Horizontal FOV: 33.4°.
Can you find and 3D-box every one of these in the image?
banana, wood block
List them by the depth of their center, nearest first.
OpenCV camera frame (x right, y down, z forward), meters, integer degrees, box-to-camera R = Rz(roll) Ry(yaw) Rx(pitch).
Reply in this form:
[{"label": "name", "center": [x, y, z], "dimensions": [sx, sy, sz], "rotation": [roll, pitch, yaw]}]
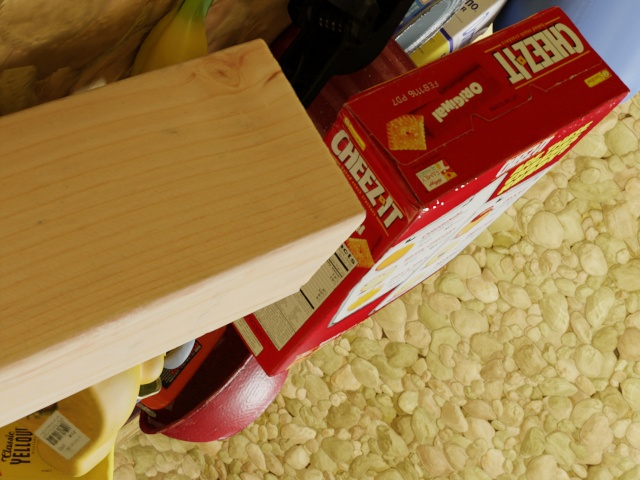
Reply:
[{"label": "wood block", "center": [-0.100, 0.005, 0.417], "dimensions": [0.205, 0.091, 0.090], "rotation": [-24, 166, -30]}, {"label": "banana", "center": [-0.060, -0.073, 0.536], "dimensions": [0.069, 0.037, 0.198], "rotation": [-38, 175, -3]}]

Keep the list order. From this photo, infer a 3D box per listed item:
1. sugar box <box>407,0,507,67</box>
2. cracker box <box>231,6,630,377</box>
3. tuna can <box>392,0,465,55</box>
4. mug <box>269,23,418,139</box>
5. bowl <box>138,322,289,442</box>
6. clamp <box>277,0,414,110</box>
[{"label": "sugar box", "center": [0.059, -0.136, 0.811], "dimensions": [0.176, 0.048, 0.093], "rotation": [-37, 176, -9]}, {"label": "cracker box", "center": [0.047, -0.023, 0.603], "dimensions": [0.163, 0.072, 0.214], "rotation": [-29, 167, -33]}, {"label": "tuna can", "center": [0.056, -0.150, 0.713], "dimensions": [0.086, 0.034, 0.086], "rotation": [-39, 175, -4]}, {"label": "mug", "center": [0.013, -0.091, 0.656], "dimensions": [0.093, 0.081, 0.117], "rotation": [-38, 175, -12]}, {"label": "bowl", "center": [-0.077, 0.115, 0.899], "dimensions": [0.162, 0.055, 0.162], "rotation": [-39, -163, 14]}, {"label": "clamp", "center": [0.003, -0.104, 0.540], "dimensions": [0.171, 0.039, 0.120], "rotation": [-31, 150, -54]}]
